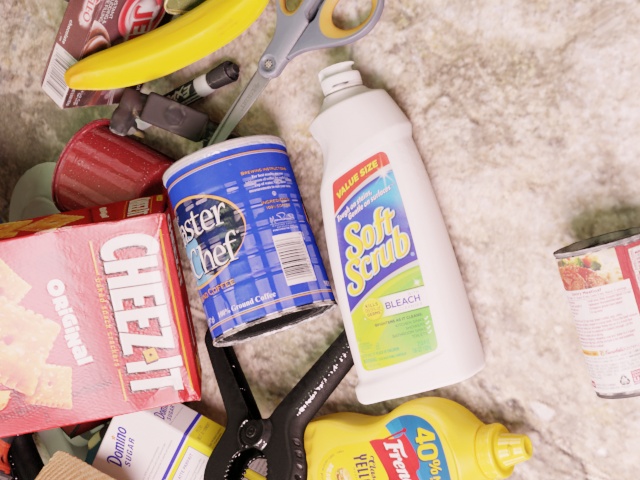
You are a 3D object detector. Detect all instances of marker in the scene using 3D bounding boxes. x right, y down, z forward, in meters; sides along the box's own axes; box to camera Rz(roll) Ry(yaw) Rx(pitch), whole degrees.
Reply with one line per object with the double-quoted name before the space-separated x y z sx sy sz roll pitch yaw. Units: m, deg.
"marker" -0.116 -0.124 0.914 0.121 0.020 0.020 -21 88 34

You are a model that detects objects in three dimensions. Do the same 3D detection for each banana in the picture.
"banana" -0.112 -0.169 0.859 0.198 0.069 0.037 -29 64 13

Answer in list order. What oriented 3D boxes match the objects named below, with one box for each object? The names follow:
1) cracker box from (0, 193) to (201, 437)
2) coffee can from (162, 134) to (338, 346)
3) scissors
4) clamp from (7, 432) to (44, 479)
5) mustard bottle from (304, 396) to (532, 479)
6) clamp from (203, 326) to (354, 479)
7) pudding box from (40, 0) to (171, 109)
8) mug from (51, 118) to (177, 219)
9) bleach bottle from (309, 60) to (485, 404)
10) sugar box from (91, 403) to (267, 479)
"cracker box" -0.213 0.065 0.856 0.213 0.072 0.164 -10 107 -3
"coffee can" -0.055 0.001 0.839 0.103 0.102 0.140 -25 77 34
"scissors" -0.019 -0.136 0.825 0.096 0.016 0.202 25 99 18
"clamp" -0.306 0.197 1.074 0.120 0.039 0.171 -15 93 56
"mustard bottle" 0.075 0.173 0.830 0.192 0.058 0.096 -17 85 34
"clamp" -0.053 0.155 0.869 0.165 0.036 0.210 2 66 37
"pudding box" -0.178 -0.169 0.902 0.039 0.089 0.114 43 121 21
"mug" -0.171 -0.040 0.934 0.082 0.093 0.117 27 144 20
"bleach bottle" 0.042 -0.010 0.810 0.103 0.068 0.251 -18 88 28
"sugar box" -0.106 0.205 0.931 0.176 0.048 0.093 30 115 5
